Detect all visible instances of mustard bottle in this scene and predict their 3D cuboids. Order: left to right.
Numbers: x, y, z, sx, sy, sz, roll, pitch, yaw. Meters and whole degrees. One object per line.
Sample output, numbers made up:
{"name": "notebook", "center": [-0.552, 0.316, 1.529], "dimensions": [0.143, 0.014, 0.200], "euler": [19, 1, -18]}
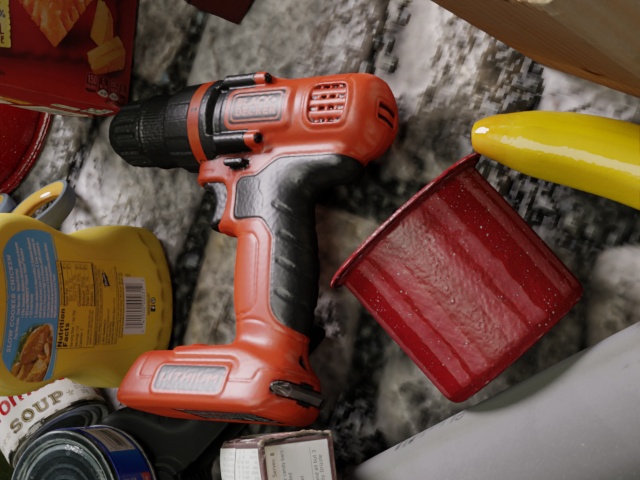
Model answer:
{"name": "mustard bottle", "center": [-0.160, 0.035, 0.573], "dimensions": [0.058, 0.191, 0.096], "euler": [-2, 85, 31]}

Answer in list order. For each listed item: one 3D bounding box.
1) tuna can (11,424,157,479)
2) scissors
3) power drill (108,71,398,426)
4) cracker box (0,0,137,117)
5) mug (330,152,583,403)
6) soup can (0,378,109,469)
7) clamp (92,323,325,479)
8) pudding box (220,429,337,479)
{"name": "tuna can", "center": [-0.133, 0.147, 0.596], "dimensions": [0.086, 0.033, 0.086], "euler": [-4, 82, 31]}
{"name": "scissors", "center": [-0.194, 0.020, 0.630], "dimensions": [0.096, 0.016, 0.202], "euler": [-25, 30, 8]}
{"name": "power drill", "center": [-0.054, 0.001, 0.572], "dimensions": [0.185, 0.057, 0.187], "euler": [-1, 74, 34]}
{"name": "cracker box", "center": [-0.175, -0.188, 0.615], "dimensions": [0.072, 0.164, 0.214], "euler": [5, 89, 30]}
{"name": "mug", "center": [0.062, 0.025, 0.504], "dimensions": [0.081, 0.093, 0.117], "euler": [48, 148, 8]}
{"name": "soup can", "center": [-0.183, 0.083, 0.657], "dimensions": [0.069, 0.068, 0.102], "euler": [-48, 65, 19]}
{"name": "clamp", "center": [-0.074, 0.148, 0.604], "dimensions": [0.210, 0.036, 0.164], "euler": [-18, 76, 26]}
{"name": "pudding box", "center": [-0.016, 0.148, 0.507], "dimensions": [0.090, 0.039, 0.113], "euler": [148, 114, -70]}
